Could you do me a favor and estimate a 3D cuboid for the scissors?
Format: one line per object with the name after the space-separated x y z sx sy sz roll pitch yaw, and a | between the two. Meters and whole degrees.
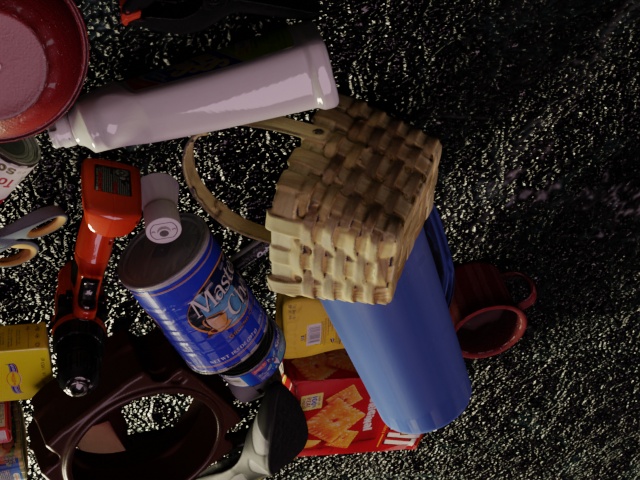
-0.297 -0.010 0.991 0.096 0.016 0.201 -37 170 -1 | scissors

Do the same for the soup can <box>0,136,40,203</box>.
-0.309 -0.061 0.967 0.068 0.068 0.102 29 120 -38 | soup can

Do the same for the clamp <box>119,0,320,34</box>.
-0.087 -0.222 0.889 0.171 0.039 0.120 -11 136 -5 | clamp

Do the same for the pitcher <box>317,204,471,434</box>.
0.085 0.080 1.145 0.149 0.145 0.243 -19 118 7 | pitcher

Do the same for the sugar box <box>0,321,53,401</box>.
-0.385 0.138 1.167 0.176 0.048 0.093 -6 136 -13 | sugar box

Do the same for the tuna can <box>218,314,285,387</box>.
-0.082 0.118 1.179 0.086 0.086 0.033 -27 138 11 | tuna can

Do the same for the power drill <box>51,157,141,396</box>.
-0.218 0.031 1.020 0.057 0.184 0.188 10 122 -21 | power drill

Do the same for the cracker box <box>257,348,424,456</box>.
0.040 0.200 1.342 0.213 0.072 0.164 1 135 -19 | cracker box

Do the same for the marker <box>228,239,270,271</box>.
-0.057 0.001 1.145 0.121 0.020 0.020 -34 135 18 | marker

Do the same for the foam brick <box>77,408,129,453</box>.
-0.269 0.225 1.288 0.053 0.051 0.078 -16 137 0 | foam brick

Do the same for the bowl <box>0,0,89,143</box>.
-0.267 -0.147 0.861 0.162 0.055 0.162 -6 115 -13 | bowl

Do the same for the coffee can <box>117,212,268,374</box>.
-0.130 0.056 1.103 0.103 0.103 0.140 -25 128 8 | coffee can

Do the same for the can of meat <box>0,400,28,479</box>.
-0.383 0.236 1.228 0.084 0.102 0.057 -9 137 -11 | can of meat

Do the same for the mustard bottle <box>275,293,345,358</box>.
0.046 0.084 1.233 0.191 0.058 0.096 -6 130 -11 | mustard bottle

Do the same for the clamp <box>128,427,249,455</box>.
-0.165 0.275 1.383 0.209 0.036 0.165 24 123 -40 | clamp

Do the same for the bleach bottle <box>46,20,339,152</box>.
-0.115 -0.124 0.935 0.251 0.102 0.068 -16 117 -1 | bleach bottle

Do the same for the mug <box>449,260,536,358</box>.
0.195 0.073 1.251 0.117 0.081 0.093 -28 136 12 | mug
